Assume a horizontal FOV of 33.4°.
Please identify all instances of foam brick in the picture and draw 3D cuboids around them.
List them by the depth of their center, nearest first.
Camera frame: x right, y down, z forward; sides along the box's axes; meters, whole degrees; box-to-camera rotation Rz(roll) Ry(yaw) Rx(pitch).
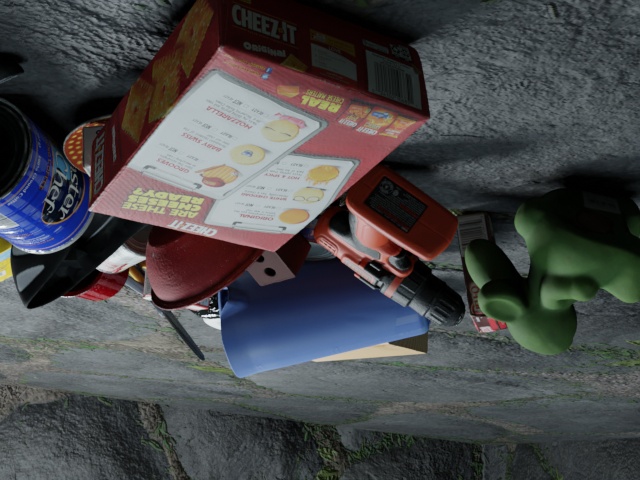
[{"bbox_3d":[-0.057,0.001,1.131,0.053,0.051,0.078,-16,125,36],"label":"foam brick"}]

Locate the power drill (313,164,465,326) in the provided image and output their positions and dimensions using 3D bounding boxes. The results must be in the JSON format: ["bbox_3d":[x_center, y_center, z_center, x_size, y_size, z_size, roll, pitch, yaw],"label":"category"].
[{"bbox_3d":[0.079,0.010,1.061,0.184,0.057,0.188,34,161,6],"label":"power drill"}]

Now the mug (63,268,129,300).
[{"bbox_3d":[-0.273,0.021,1.289,0.117,0.093,0.081,-36,162,6],"label":"mug"}]

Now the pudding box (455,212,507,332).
[{"bbox_3d":[0.173,0.036,1.144,0.039,0.113,0.090,-8,162,11],"label":"pudding box"}]

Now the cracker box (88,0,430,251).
[{"bbox_3d":[-0.051,-0.081,0.769,0.164,0.072,0.214,14,147,-30],"label":"cracker box"}]

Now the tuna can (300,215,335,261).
[{"bbox_3d":[-0.022,-0.003,1.205,0.086,0.034,0.086,4,165,1],"label":"tuna can"}]

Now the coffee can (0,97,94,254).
[{"bbox_3d":[-0.274,-0.055,0.952,0.103,0.103,0.140,1,164,12],"label":"coffee can"}]

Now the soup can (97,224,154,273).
[{"bbox_3d":[-0.215,-0.005,1.187,0.068,0.068,0.102,13,162,-30],"label":"soup can"}]

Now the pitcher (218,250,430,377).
[{"bbox_3d":[0.005,0.082,1.278,0.243,0.145,0.149,-11,-164,7],"label":"pitcher"}]

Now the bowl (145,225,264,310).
[{"bbox_3d":[-0.120,-0.006,1.068,0.162,0.162,0.055,-11,127,43],"label":"bowl"}]

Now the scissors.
[{"bbox_3d":[-0.197,0.080,1.373,0.202,0.016,0.096,42,-163,16],"label":"scissors"}]
